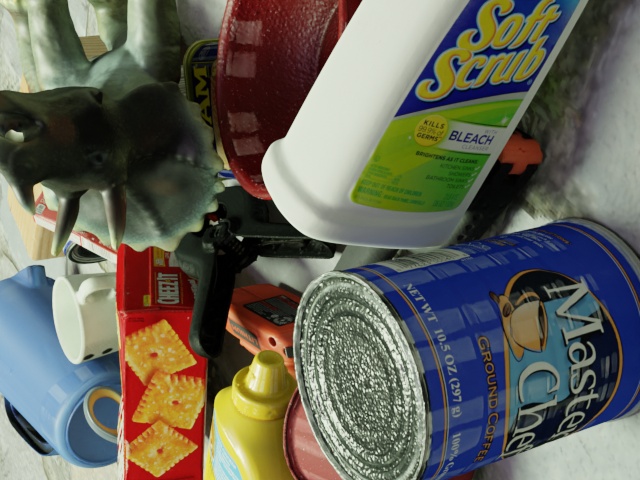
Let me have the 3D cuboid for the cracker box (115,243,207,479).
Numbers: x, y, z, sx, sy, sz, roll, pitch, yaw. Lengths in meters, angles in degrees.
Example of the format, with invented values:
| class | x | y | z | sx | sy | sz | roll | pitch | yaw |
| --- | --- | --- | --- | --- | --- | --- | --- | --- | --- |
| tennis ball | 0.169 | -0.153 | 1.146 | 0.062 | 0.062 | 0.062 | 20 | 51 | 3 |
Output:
| class | x | y | z | sx | sy | sz | roll | pitch | yaw |
| --- | --- | --- | --- | --- | --- | --- | --- | --- | --- |
| cracker box | -0.132 | 0.109 | 0.877 | 0.164 | 0.072 | 0.214 | -109 | 22 | -62 |

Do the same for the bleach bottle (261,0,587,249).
| class | x | y | z | sx | sy | sz | roll | pitch | yaw |
| --- | --- | --- | --- | --- | --- | --- | --- | --- | --- |
| bleach bottle | 0.068 | -0.110 | 0.464 | 0.251 | 0.102 | 0.068 | -62 | 40 | 31 |

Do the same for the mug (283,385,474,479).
| class | x | y | z | sx | sy | sz | roll | pitch | yaw |
| --- | --- | --- | --- | --- | --- | --- | --- | --- | --- |
| mug | 0.034 | 0.128 | 0.627 | 0.082 | 0.093 | 0.117 | 7 | 69 | 53 |

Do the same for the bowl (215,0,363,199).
| class | x | y | z | sx | sy | sz | roll | pitch | yaw |
| --- | --- | --- | --- | --- | --- | --- | --- | --- | --- |
| bowl | -0.004 | -0.102 | 0.606 | 0.162 | 0.055 | 0.162 | -8 | 81 | 61 |

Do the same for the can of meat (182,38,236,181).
| class | x | y | z | sx | sy | sz | roll | pitch | yaw |
| --- | --- | --- | --- | --- | --- | --- | --- | --- | --- |
| can of meat | -0.047 | -0.089 | 0.734 | 0.084 | 0.057 | 0.102 | 11 | 109 | 55 |

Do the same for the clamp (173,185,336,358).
| class | x | y | z | sx | sy | sz | roll | pitch | yaw |
| --- | --- | --- | --- | --- | --- | --- | --- | --- | --- |
| clamp | -0.055 | 0.001 | 0.767 | 0.039 | 0.120 | 0.171 | 56 | -175 | -37 |

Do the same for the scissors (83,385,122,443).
| class | x | y | z | sx | sy | sz | roll | pitch | yaw |
| --- | --- | --- | --- | --- | --- | --- | --- | --- | --- |
| scissors | -0.158 | 0.206 | 0.989 | 0.016 | 0.096 | 0.202 | -48 | 56 | 56 |

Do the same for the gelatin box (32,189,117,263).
| class | x | y | z | sx | sy | sz | roll | pitch | yaw |
| --- | --- | --- | --- | --- | --- | --- | --- | --- | --- |
| gelatin box | -0.196 | -0.032 | 0.930 | 0.089 | 0.073 | 0.030 | 27 | 160 | 3 |

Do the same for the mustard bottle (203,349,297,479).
| class | x | y | z | sx | sy | sz | roll | pitch | yaw |
| --- | --- | --- | --- | --- | --- | --- | --- | --- | --- |
| mustard bottle | -0.045 | 0.152 | 0.702 | 0.096 | 0.058 | 0.192 | -120 | 32 | -51 |

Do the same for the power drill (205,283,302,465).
| class | x | y | z | sx | sy | sz | roll | pitch | yaw |
| --- | --- | --- | --- | --- | --- | --- | --- | --- | --- |
| power drill | -0.036 | 0.131 | 0.790 | 0.185 | 0.057 | 0.188 | 20 | 119 | 52 |

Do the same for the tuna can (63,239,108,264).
| class | x | y | z | sx | sy | sz | roll | pitch | yaw |
| --- | --- | --- | --- | --- | --- | --- | --- | --- | --- |
| tuna can | -0.199 | -0.012 | 0.986 | 0.086 | 0.086 | 0.034 | -49 | 60 | 54 |

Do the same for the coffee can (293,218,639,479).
| class | x | y | z | sx | sy | sz | roll | pitch | yaw |
| --- | --- | --- | --- | --- | --- | --- | --- | --- | --- |
| coffee can | 0.073 | 0.051 | 0.496 | 0.103 | 0.140 | 0.103 | 27 | 123 | 53 |

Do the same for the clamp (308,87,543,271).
| class | x | y | z | sx | sy | sz | roll | pitch | yaw |
| --- | --- | --- | --- | --- | --- | --- | --- | --- | --- |
| clamp | 0.043 | -0.043 | 0.617 | 0.210 | 0.036 | 0.164 | -23 | 73 | 56 |

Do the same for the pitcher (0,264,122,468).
| class | x | y | z | sx | sy | sz | roll | pitch | yaw |
| --- | --- | --- | --- | --- | --- | --- | --- | --- | --- |
| pitcher | -0.278 | 0.147 | 1.133 | 0.243 | 0.145 | 0.149 | 31 | 157 | 48 |
